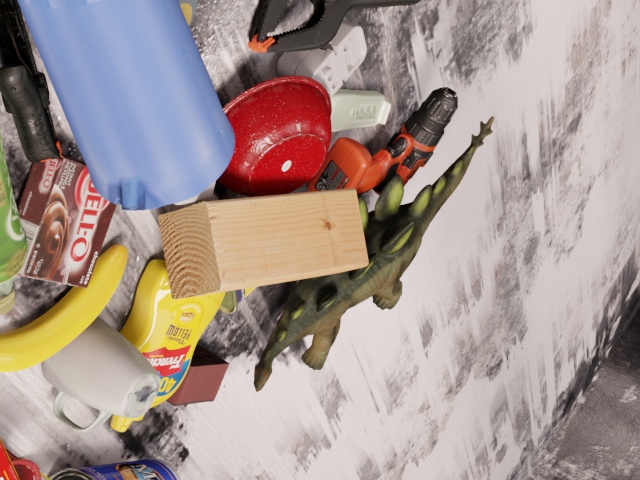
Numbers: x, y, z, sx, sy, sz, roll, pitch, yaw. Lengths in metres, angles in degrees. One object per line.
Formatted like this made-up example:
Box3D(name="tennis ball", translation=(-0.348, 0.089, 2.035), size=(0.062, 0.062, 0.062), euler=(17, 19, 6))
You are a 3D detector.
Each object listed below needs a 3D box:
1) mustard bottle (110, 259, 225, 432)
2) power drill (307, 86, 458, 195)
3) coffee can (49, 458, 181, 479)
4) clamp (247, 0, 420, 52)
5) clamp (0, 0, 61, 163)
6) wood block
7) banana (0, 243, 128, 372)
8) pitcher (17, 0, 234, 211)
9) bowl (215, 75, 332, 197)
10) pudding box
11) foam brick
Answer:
Box3D(name="mustard bottle", translation=(-0.181, 0.120, 1.159), size=(0.096, 0.058, 0.192), euler=(20, 98, -48))
Box3D(name="power drill", translation=(0.082, -0.109, 1.350), size=(0.187, 0.057, 0.185), euler=(-21, 152, -46))
Box3D(name="coffee can", translation=(-0.231, 0.299, 1.188), size=(0.140, 0.103, 0.103), euler=(12, 104, -60))
Box3D(name="clamp", translation=(0.001, -0.275, 1.114), size=(0.209, 0.036, 0.164), euler=(-38, 114, -18))
Box3D(name="clamp", translation=(-0.232, -0.114, 0.838), size=(0.039, 0.120, 0.171), euler=(-10, 138, -3))
Box3D(name="wood block", translation=(-0.057, 0.002, 1.133), size=(0.205, 0.090, 0.091), euler=(-7, 86, -42))
Box3D(name="banana", translation=(-0.255, 0.074, 1.023), size=(0.197, 0.037, 0.070), euler=(-35, 142, -40))
Box3D(name="pitcher", translation=(-0.159, -0.157, 0.866), size=(0.145, 0.149, 0.243), euler=(-33, 141, -15))
Box3D(name="bowl", translation=(-0.047, -0.096, 1.135), size=(0.162, 0.055, 0.162), euler=(-24, 148, -16))
Box3D(name="pudding box", translation=(-0.233, -0.018, 0.970), size=(0.089, 0.039, 0.113), euler=(20, 92, -61))
Box3D(name="foam brick", translation=(-0.155, 0.156, 1.241), size=(0.078, 0.053, 0.051), euler=(5, 110, -61))
